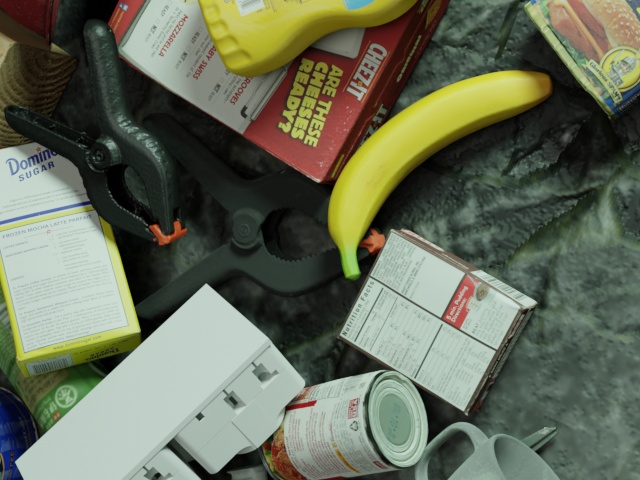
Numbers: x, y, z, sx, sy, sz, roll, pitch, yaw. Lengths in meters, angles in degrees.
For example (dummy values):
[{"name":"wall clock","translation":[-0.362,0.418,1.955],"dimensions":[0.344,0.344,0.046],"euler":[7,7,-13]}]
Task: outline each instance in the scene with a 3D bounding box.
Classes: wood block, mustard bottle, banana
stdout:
[{"name":"wood block","translation":[-0.318,-0.166,0.886],"dimensions":[0.206,0.090,0.091],"euler":[34,102,19]},{"name":"mustard bottle","translation":[0.014,-0.182,0.693],"dimensions":[0.192,0.058,0.096],"euler":[-19,84,20]},{"name":"banana","translation":[0.070,-0.060,0.741],"dimensions":[0.198,0.037,0.070],"euler":[-44,76,-1]}]

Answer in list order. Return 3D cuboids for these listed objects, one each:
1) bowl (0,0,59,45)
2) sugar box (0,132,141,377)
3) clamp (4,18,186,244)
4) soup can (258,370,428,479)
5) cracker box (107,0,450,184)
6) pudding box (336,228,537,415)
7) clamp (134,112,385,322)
[{"name":"bowl","translation":[-0.220,-0.233,0.809],"dimensions":[0.055,0.162,0.162],"euler":[8,93,-14]},{"name":"sugar box","translation":[-0.205,0.008,0.827],"dimensions":[0.093,0.048,0.176],"euler":[-13,67,-14]},{"name":"clamp","translation":[-0.167,-0.066,0.804],"dimensions":[0.120,0.039,0.171],"euler":[-28,89,35]},{"name":"soup can","translation":[0.015,0.132,0.744],"dimensions":[0.102,0.068,0.068],"euler":[-19,82,38]},{"name":"cracker box","translation":[-0.036,-0.161,0.783],"dimensions":[0.214,0.072,0.164],"euler":[32,101,18]},{"name":"pudding box","translation":[0.080,0.056,0.750],"dimensions":[0.114,0.039,0.090],"euler":[31,102,22]},{"name":"clamp","translation":[-0.055,0.001,0.806],"dimensions":[0.210,0.036,0.164],"euler":[14,100,22]}]
